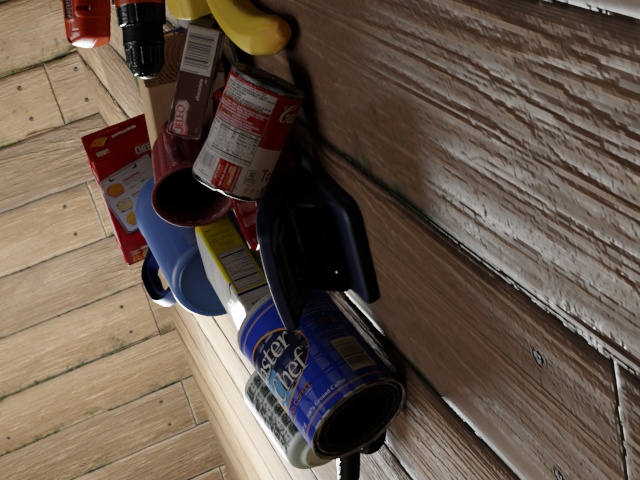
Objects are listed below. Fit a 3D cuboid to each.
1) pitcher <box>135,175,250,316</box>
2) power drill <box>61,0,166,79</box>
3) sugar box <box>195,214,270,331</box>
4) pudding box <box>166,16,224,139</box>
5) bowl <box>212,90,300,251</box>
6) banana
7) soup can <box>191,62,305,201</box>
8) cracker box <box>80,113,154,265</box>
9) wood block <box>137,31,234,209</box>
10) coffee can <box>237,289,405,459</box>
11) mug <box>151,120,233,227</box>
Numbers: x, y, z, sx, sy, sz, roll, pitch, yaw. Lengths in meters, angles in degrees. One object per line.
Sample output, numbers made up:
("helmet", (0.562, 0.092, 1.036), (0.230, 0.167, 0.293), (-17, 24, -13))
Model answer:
("pitcher", (-0.167, 0.010, 1.402), (0.243, 0.145, 0.149), (-125, 24, -61))
("power drill", (-0.222, -0.259, 1.155), (0.188, 0.057, 0.184), (1, 95, 56))
("sugar box", (-0.083, 0.057, 1.169), (0.176, 0.048, 0.093), (52, 159, 43))
("pudding box", (-0.125, -0.166, 1.081), (0.090, 0.039, 0.113), (-101, 26, -72))
("bowl", (-0.059, -0.074, 1.049), (0.162, 0.055, 0.162), (166, 90, -78))
("banana", (-0.071, -0.206, 0.947), (0.069, 0.037, 0.198), (80, 163, -45))
("soup can", (-0.063, -0.093, 0.924), (0.102, 0.068, 0.069), (-66, 30, 16))
("cracker box", (-0.237, -0.084, 1.541), (0.072, 0.164, 0.214), (55, 162, 40))
("wood block", (-0.154, -0.131, 1.251), (0.206, 0.090, 0.090), (86, 164, -46))
("coffee can", (-0.001, 0.120, 1.007), (0.140, 0.102, 0.103), (49, 159, 35))
("mug", (-0.147, -0.083, 1.170), (0.117, 0.093, 0.081), (63, -171, -46))
